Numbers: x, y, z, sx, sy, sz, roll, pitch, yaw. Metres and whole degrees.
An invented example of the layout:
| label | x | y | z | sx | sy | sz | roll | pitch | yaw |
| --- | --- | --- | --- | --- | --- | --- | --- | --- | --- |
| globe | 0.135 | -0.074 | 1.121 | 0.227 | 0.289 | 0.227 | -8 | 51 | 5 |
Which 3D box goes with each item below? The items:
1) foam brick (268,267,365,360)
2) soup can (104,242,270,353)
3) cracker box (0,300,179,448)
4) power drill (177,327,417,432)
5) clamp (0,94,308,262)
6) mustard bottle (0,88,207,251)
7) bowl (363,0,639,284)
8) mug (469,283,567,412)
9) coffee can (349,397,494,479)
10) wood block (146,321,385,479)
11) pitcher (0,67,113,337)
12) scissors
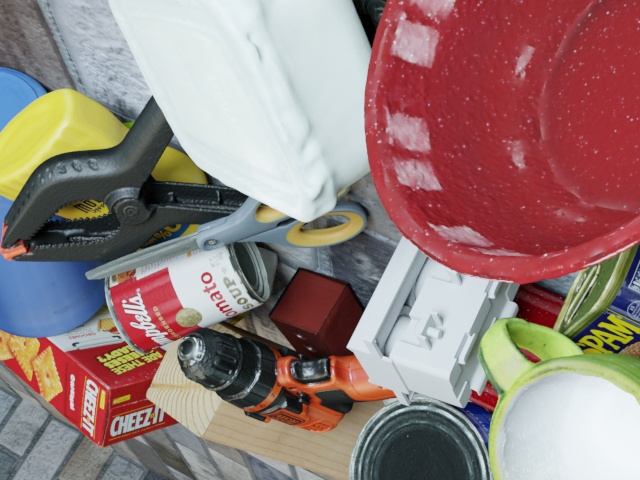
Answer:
| label | x | y | z | sx | sy | sz | roll | pitch | yaw |
| --- | --- | --- | --- | --- | --- | --- | --- | --- | --- |
| foam brick | 0.003 | 0.068 | 0.876 | 0.053 | 0.051 | 0.078 | 16 | 155 | 34 |
| soup can | -0.096 | 0.034 | 0.781 | 0.102 | 0.068 | 0.068 | -23 | 138 | 12 |
| cracker box | -0.200 | 0.102 | 1.026 | 0.214 | 0.163 | 0.072 | 29 | 118 | 38 |
| power drill | 0.014 | 0.090 | 0.779 | 0.188 | 0.057 | 0.184 | -15 | 153 | 30 |
| clamp | -0.124 | -0.040 | 0.698 | 0.210 | 0.036 | 0.164 | -15 | 138 | 10 |
| mustard bottle | -0.140 | -0.036 | 0.783 | 0.096 | 0.058 | 0.191 | -32 | 140 | 27 |
| bowl | 0.087 | -0.059 | 0.330 | 0.055 | 0.162 | 0.162 | 19 | 169 | -37 |
| mug | 0.132 | 0.069 | 0.668 | 0.081 | 0.093 | 0.117 | 24 | -169 | 14 |
| coffee can | 0.099 | 0.159 | 0.722 | 0.103 | 0.103 | 0.140 | 16 | 180 | 35 |
| wood block | -0.040 | 0.143 | 0.962 | 0.091 | 0.090 | 0.205 | 24 | 177 | 46 |
| pitcher | -0.261 | -0.022 | 0.885 | 0.145 | 0.149 | 0.243 | 5 | 148 | 2 |
| scissors | -0.055 | 0.001 | 0.720 | 0.202 | 0.016 | 0.096 | -26 | 144 | 28 |
